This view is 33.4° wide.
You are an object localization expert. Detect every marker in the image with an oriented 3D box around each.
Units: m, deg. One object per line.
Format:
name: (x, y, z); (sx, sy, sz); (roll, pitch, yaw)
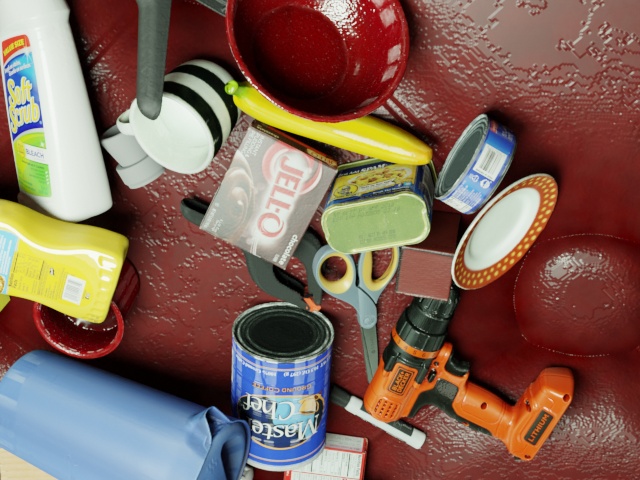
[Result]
marker: (0.057, 0.188, 1.145); (0.121, 0.020, 0.020); (29, 120, -7)

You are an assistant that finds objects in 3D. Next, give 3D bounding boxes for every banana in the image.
banana: (0.003, -0.105, 0.958); (0.197, 0.069, 0.037); (16, 107, -15)

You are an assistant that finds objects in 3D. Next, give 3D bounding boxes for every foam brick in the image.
foam brick: (0.101, 0.012, 1.003); (0.053, 0.078, 0.051); (9, 121, 7)

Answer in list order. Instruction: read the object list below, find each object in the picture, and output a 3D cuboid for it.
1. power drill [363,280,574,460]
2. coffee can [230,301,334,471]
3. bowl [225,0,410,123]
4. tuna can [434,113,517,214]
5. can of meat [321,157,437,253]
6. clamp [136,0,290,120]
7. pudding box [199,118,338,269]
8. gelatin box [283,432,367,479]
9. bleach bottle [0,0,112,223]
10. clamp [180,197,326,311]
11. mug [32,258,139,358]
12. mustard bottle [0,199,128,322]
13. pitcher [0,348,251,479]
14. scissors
power drill: (0.155, 0.133, 1.077); (0.187, 0.057, 0.185); (23, 123, -1)
coffee can: (-0.041, 0.149, 1.092); (0.103, 0.102, 0.140); (7, 120, 6)
bowl: (-0.009, -0.168, 0.900); (0.162, 0.162, 0.055); (34, 159, -10)
tuna can: (0.137, -0.067, 0.946); (0.033, 0.086, 0.086); (29, 120, -9)
can of meat: (0.055, -0.034, 0.980); (0.102, 0.084, 0.057); (-11, 117, 15)
clamp: (-0.119, -0.223, 0.902); (0.036, 0.164, 0.210); (-13, 101, 57)
pudding box: (-0.047, -0.043, 0.984); (0.090, 0.039, 0.114); (26, 112, -5)
gelatin box: (0.005, 0.249, 1.183); (0.089, 0.030, 0.073); (6, 120, 3)
bleach bottle: (-0.256, -0.146, 0.977); (0.103, 0.067, 0.251); (18, 123, 45)
clamp: (-0.057, 0.001, 1.046); (0.120, 0.039, 0.171); (-17, 112, 17)
mug: (-0.241, 0.051, 1.083); (0.093, 0.081, 0.117); (-36, 108, 26)
mustard bottle: (-0.278, 0.010, 0.976); (0.191, 0.058, 0.096); (18, 132, -9)
pitcher: (-0.202, 0.207, 1.059); (0.243, 0.149, 0.145); (20, 167, 18)
scissors: (0.030, 0.072, 1.070); (0.096, 0.016, 0.202); (-1, 123, -19)
